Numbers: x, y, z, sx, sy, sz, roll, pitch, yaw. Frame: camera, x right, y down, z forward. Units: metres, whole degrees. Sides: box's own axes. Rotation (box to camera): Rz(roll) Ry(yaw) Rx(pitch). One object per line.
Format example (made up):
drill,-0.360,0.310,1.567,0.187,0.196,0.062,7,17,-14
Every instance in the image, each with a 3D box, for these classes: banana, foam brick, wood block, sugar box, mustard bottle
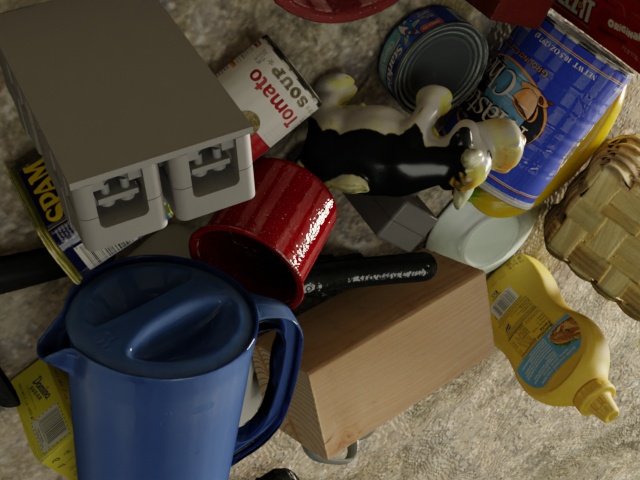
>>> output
banana,0.214,-0.079,0.987,0.197,0.037,0.069,-38,138,-4
foam brick,0.136,-0.200,0.800,0.052,0.078,0.051,3,124,-36
wood block,0.051,0.096,0.961,0.205,0.090,0.091,-27,120,-29
sugar box,-0.189,0.178,0.924,0.048,0.093,0.176,-39,139,4
mustard bottle,0.230,0.106,1.058,0.058,0.192,0.096,22,114,-44

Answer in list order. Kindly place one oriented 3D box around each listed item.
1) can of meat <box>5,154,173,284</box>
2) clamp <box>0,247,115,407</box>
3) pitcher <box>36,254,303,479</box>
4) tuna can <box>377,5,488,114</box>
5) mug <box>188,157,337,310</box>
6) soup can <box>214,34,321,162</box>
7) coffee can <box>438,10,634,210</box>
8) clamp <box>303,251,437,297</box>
can of meat,-0.159,-0.032,0.743,0.084,0.102,0.057,-33,138,-6
clamp,-0.263,0.036,0.784,0.165,0.036,0.209,-50,135,9
pitcher,-0.111,0.140,0.792,0.144,0.149,0.243,-53,157,-51
tuna can,0.089,-0.143,0.855,0.086,0.034,0.086,-18,136,-19
mug,-0.043,-0.002,0.803,0.093,0.081,0.117,33,145,-5
soup can,-0.058,-0.093,0.779,0.102,0.069,0.068,-39,139,3
coffee can,0.176,-0.111,0.890,0.102,0.103,0.140,16,117,-42
clamp,0.010,0.029,0.896,0.171,0.120,0.039,-10,89,-40
